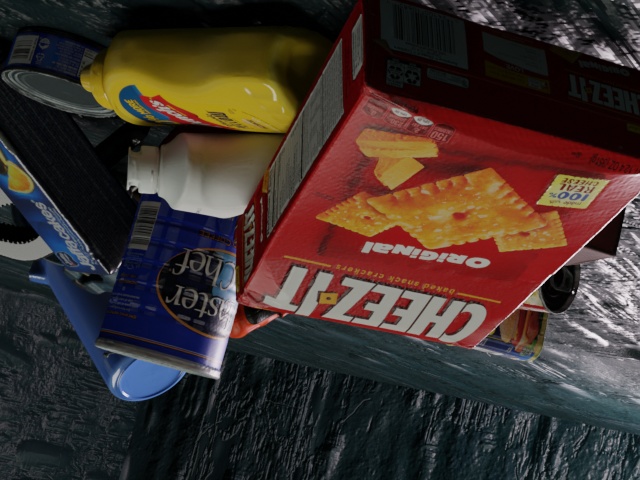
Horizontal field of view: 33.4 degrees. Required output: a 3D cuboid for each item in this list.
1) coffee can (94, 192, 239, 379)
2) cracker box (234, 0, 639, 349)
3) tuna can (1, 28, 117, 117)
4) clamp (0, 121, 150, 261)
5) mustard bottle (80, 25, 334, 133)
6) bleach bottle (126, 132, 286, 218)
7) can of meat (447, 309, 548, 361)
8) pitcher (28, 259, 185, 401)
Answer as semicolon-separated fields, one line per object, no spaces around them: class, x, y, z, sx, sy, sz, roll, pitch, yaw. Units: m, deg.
coffee can;-0.113;0.032;0.864;0.103;0.140;0.103;15;170;2
cracker box;0.060;-0.024;0.594;0.164;0.072;0.214;13;144;-16
tuna can;-0.182;-0.120;0.767;0.086;0.034;0.086;14;170;2
clamp;-0.229;-0.018;0.957;0.210;0.036;0.164;-11;125;7
mustard bottle;-0.077;-0.099;0.664;0.192;0.058;0.096;8;173;34
bleach bottle;0.000;-0.040;0.702;0.250;0.068;0.103;3;173;-10
can of meat;0.176;0.063;1.050;0.083;0.102;0.058;16;170;-17
pitcher;-0.248;0.078;1.350;0.144;0.149;0.243;23;-156;-50
